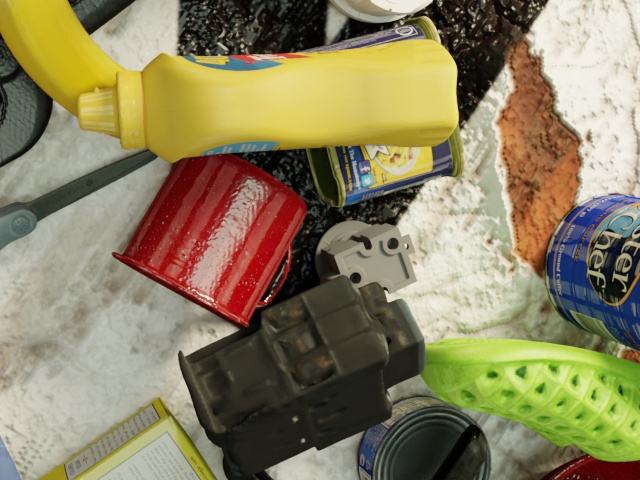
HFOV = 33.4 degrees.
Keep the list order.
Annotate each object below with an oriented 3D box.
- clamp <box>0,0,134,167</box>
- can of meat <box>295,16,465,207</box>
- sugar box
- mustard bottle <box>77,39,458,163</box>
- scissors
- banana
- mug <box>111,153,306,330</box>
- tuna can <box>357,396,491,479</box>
[{"bbox_3d":[-0.170,-0.103,0.594,0.120,0.039,0.171,13,90,-15],"label":"clamp"},{"bbox_3d":[0.033,-0.077,0.657,0.083,0.057,0.102,-17,102,-14],"label":"can of meat"},{"bbox_3d":[-0.143,0.184,0.640,0.176,0.048,0.093,-33,107,-8],"label":"sugar box"},{"bbox_3d":[-0.031,-0.073,0.565,0.191,0.096,0.058,-5,101,-9],"label":"mustard bottle"},{"bbox_3d":[-0.180,0.007,0.614,0.201,0.016,0.096,-16,127,-31],"label":"scissors"},{"bbox_3d":[-0.121,-0.100,0.569,0.069,0.037,0.197,-37,139,-5],"label":"banana"},{"bbox_3d":[-0.054,0.001,0.628,0.117,0.093,0.081,37,79,-48],"label":"mug"},{"bbox_3d":[0.069,0.148,0.713,0.086,0.034,0.086,-3,98,-19],"label":"tuna can"}]
